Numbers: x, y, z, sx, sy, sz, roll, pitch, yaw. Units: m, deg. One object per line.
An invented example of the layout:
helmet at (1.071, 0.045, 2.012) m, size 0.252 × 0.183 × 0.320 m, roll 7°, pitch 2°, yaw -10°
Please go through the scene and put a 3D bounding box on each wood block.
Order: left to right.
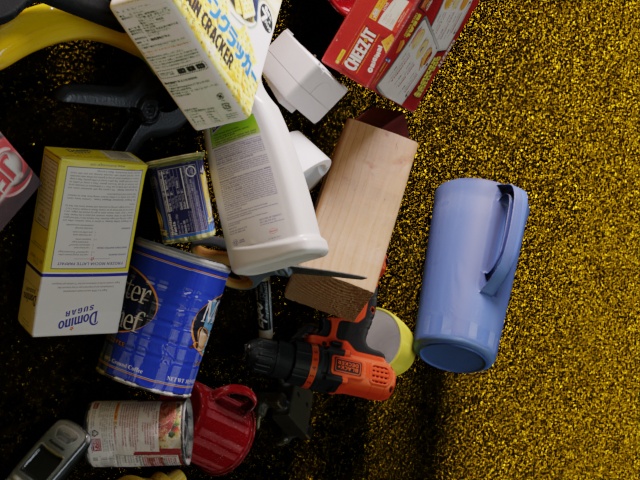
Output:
wood block at (0.036, -0.025, 1.232) m, size 0.091 × 0.090 × 0.206 m, roll 116°, pitch -6°, yaw -62°

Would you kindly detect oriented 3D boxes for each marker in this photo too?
marker at (-0.067, 0.087, 1.270) m, size 0.020 × 0.020 × 0.121 m, roll -23°, pitch 119°, yaw -43°

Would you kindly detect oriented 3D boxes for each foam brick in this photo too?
foam brick at (0.077, -0.121, 1.341) m, size 0.051 × 0.053 × 0.078 m, roll -38°, pitch 129°, yaw -35°

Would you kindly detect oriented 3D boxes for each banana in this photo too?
banana at (-0.227, -0.185, 0.968) m, size 0.197 × 0.037 × 0.069 m, roll -9°, pitch 81°, yaw -40°

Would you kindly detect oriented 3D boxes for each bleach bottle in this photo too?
bleach bottle at (-0.068, -0.096, 1.101) m, size 0.068 × 0.103 × 0.251 m, roll 13°, pitch 63°, yaw -70°

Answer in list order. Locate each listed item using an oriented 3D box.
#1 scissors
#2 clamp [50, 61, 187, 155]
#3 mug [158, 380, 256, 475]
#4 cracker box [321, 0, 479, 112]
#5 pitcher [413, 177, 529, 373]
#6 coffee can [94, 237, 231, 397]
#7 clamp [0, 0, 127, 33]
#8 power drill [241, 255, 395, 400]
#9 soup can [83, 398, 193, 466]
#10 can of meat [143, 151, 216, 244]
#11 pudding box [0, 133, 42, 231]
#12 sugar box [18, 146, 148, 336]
scissors at (-0.045, 0.038, 1.158) m, size 0.096 × 0.202 × 0.016 m, roll 85°, pitch 24°, yaw -57°
clamp at (-0.180, -0.120, 1.058) m, size 0.171 × 0.039 × 0.120 m, roll -27°, pitch 129°, yaw -33°
mug at (-0.123, 0.197, 1.175) m, size 0.117 × 0.093 × 0.081 m, roll -36°, pitch 136°, yaw 18°
cracker box at (0.097, -0.245, 1.229) m, size 0.164 × 0.072 × 0.213 m, roll -59°, pitch 165°, yaw 9°
pitcher at (0.201, 0.044, 1.414) m, size 0.149 × 0.145 × 0.242 m, roll 59°, pitch 39°, yaw -54°
coffee can at (-0.161, 0.078, 1.093) m, size 0.102 × 0.103 × 0.140 m, roll 20°, pitch 87°, yaw -50°
clamp at (-0.255, -0.228, 0.911) m, size 0.209 × 0.036 × 0.164 m, roll -34°, pitch 104°, yaw -35°
power drill at (0.005, 0.088, 1.258) m, size 0.184 × 0.057 × 0.187 m, roll 16°, pitch 63°, yaw -17°
soup can at (-0.185, 0.196, 1.091) m, size 0.068 × 0.102 × 0.068 m, roll 0°, pitch 89°, yaw -88°
can of meat at (-0.138, -0.043, 1.069) m, size 0.057 × 0.102 × 0.084 m, roll -11°, pitch 95°, yaw -2°
pudding box at (-0.310, -0.043, 0.930) m, size 0.113 × 0.039 × 0.090 m, roll -54°, pitch 137°, yaw -22°
sugar box at (-0.227, 0.002, 1.015) m, size 0.093 × 0.048 × 0.176 m, roll 2°, pitch 111°, yaw -39°
